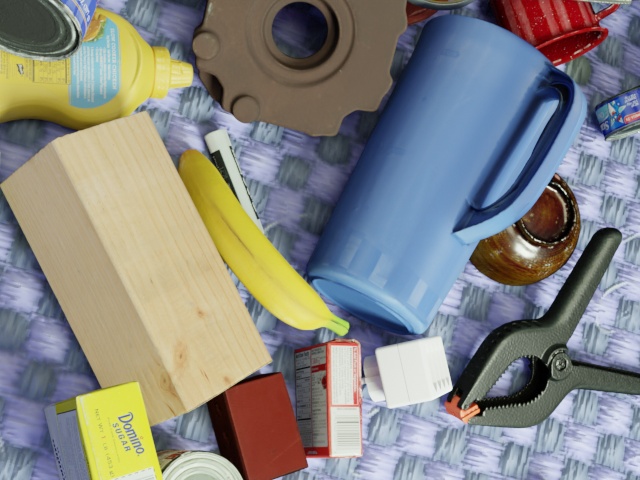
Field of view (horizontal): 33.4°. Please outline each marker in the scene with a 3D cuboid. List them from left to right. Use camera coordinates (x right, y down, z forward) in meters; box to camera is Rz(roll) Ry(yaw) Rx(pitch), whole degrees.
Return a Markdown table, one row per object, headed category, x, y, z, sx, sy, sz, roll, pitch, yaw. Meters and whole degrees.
| category | x | y | z | sx | sy | sz | roll | pitch | yaw |
| --- | --- | --- | --- | --- | --- | --- | --- | --- | --- |
| marker | -0.064 | -0.031 | 0.864 | 0.020 | 0.020 | 0.121 | -20 | 87 | -22 |

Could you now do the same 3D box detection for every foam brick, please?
| category | x | y | z | sx | sy | sz | roll | pitch | yaw |
| --- | --- | --- | --- | --- | --- | --- | --- | --- | --- |
| foam brick | -0.050 | 0.145 | 0.818 | 0.051 | 0.053 | 0.078 | -14 | 85 | -22 |

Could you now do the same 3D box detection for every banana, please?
| category | x | y | z | sx | sy | sz | roll | pitch | yaw |
| --- | --- | --- | --- | --- | --- | --- | --- | --- | --- |
| banana | -0.058 | 0.001 | 0.808 | 0.037 | 0.069 | 0.198 | -41 | 74 | 5 |

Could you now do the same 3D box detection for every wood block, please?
| category | x | y | z | sx | sy | sz | roll | pitch | yaw |
| --- | --- | --- | --- | --- | --- | --- | --- | --- | --- |
| wood block | -0.134 | 0.023 | 0.777 | 0.090 | 0.091 | 0.206 | -27 | 90 | -46 |

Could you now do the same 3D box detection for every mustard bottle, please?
| category | x | y | z | sx | sy | sz | roll | pitch | yaw |
| --- | --- | --- | --- | --- | --- | --- | --- | --- | --- |
| mustard bottle | -0.192 | -0.133 | 0.815 | 0.191 | 0.058 | 0.096 | 0 | 75 | -20 |

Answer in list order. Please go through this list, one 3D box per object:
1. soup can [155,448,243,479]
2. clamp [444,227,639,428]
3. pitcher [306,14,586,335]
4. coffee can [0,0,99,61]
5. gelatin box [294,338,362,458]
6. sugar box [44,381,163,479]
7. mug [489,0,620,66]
| category | x | y | z | sx | sy | sz | roll | pitch | yaw |
| --- | --- | --- | --- | --- | --- | --- | --- | --- | --- |
| soup can | -0.098 | 0.184 | 0.766 | 0.068 | 0.102 | 0.068 | 4 | 78 | -20 |
| clamp | 0.204 | 0.108 | 0.920 | 0.209 | 0.036 | 0.164 | -33 | 109 | -15 |
| pitcher | 0.096 | -0.048 | 0.856 | 0.145 | 0.149 | 0.242 | 29 | 77 | 2 |
| coffee can | -0.193 | -0.213 | 0.751 | 0.102 | 0.103 | 0.140 | 23 | 66 | -15 |
| gelatin box | 0.006 | 0.124 | 0.831 | 0.030 | 0.073 | 0.089 | 3 | 78 | -21 |
| sugar box | -0.146 | 0.147 | 0.715 | 0.048 | 0.176 | 0.093 | -13 | 85 | -20 |
| mug | 0.210 | -0.209 | 0.952 | 0.093 | 0.117 | 0.081 | -2 | 71 | -61 |
